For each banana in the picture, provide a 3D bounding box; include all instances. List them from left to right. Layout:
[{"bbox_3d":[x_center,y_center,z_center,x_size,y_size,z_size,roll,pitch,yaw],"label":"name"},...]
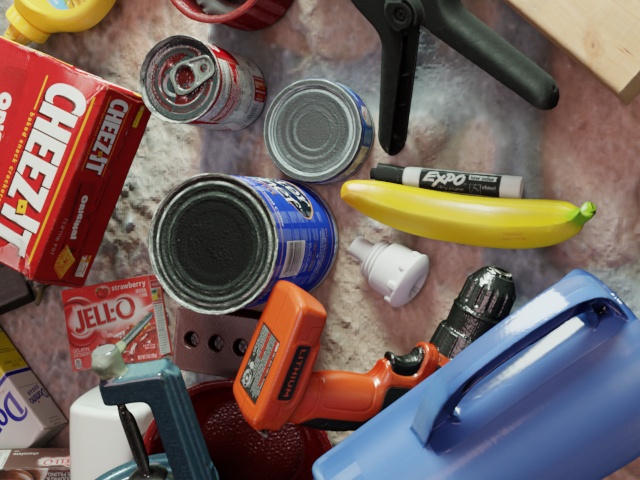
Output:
[{"bbox_3d":[0.115,-0.022,0.809,0.198,0.069,0.037,4,60,26],"label":"banana"}]

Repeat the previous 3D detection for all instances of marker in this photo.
[{"bbox_3d":[0.097,-0.047,0.837,0.121,0.020,0.020,7,94,18],"label":"marker"}]

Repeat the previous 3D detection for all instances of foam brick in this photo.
[{"bbox_3d":[-0.077,0.083,0.883,0.078,0.051,0.053,6,93,19],"label":"foam brick"}]

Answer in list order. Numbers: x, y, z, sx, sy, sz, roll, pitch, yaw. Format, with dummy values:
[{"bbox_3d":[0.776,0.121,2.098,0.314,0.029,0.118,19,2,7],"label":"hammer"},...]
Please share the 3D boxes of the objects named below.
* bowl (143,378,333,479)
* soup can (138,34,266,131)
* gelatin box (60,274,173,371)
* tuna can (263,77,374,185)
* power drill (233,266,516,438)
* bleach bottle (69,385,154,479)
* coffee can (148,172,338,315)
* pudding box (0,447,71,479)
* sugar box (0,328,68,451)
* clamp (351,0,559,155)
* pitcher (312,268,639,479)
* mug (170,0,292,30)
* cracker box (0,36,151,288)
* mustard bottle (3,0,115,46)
[{"bbox_3d":[-0.061,0.178,0.866,0.162,0.055,0.162,2,104,9],"label":"bowl"},{"bbox_3d":[-0.091,-0.123,0.856,0.069,0.102,0.068,0,92,19],"label":"soup can"},{"bbox_3d":[-0.178,0.072,0.928,0.089,0.030,0.073,-9,88,18],"label":"gelatin box"},{"bbox_3d":[-0.002,-0.088,0.862,0.086,0.033,0.086,0,92,19],"label":"tuna can"},{"bbox_3d":[0.043,0.088,0.785,0.187,0.057,0.184,17,102,-27],"label":"power drill"},{"bbox_3d":[-0.172,0.252,0.905,0.068,0.102,0.251,5,99,14],"label":"bleach bottle"},{"bbox_3d":[-0.055,0.001,0.826,0.103,0.140,0.103,1,92,19],"label":"coffee can"},{"bbox_3d":[-0.257,0.227,0.926,0.113,0.039,0.090,0,111,2],"label":"pudding box"},{"bbox_3d":[-0.318,0.126,0.969,0.093,0.048,0.176,-42,78,15],"label":"sugar box"},{"bbox_3d":[0.064,-0.163,0.784,0.165,0.036,0.210,-23,100,47],"label":"clamp"},{"bbox_3d":[0.116,0.130,0.729,0.242,0.145,0.149,-33,95,-4],"label":"pitcher"},{"bbox_3d":[-0.072,-0.226,0.857,0.093,0.081,0.117,-16,86,18],"label":"mug"},{"bbox_3d":[-0.260,-0.079,0.871,0.214,0.072,0.164,25,96,28],"label":"cracker box"},{"bbox_3d":[-0.208,-0.237,0.915,0.192,0.058,0.096,-46,76,14],"label":"mustard bottle"}]
